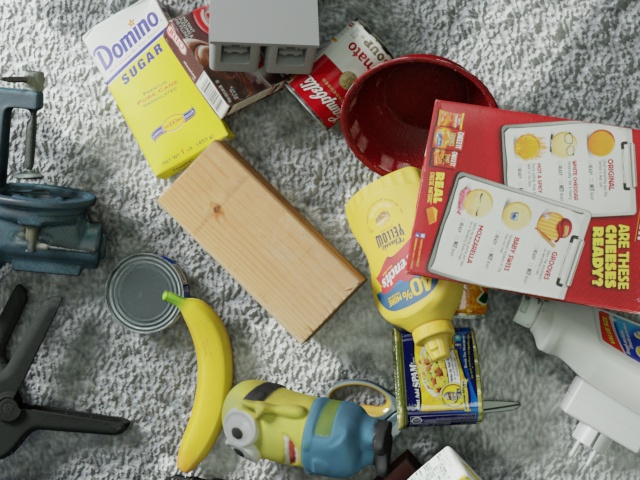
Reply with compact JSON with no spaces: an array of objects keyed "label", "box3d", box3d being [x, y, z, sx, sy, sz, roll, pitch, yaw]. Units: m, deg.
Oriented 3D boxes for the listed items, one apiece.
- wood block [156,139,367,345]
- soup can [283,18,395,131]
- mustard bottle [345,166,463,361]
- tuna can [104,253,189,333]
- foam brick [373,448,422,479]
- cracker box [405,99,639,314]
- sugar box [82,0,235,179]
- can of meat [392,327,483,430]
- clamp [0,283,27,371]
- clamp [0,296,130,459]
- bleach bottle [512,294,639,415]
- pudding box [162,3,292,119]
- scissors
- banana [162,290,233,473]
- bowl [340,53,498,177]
[{"label":"wood block","box3d":[-0.057,0.001,1.102,0.206,0.090,0.091,45,94,5]},{"label":"soup can","box3d":[0.021,-0.172,1.108,0.102,0.068,0.068,-42,85,4]},{"label":"mustard bottle","box3d":[0.092,0.029,1.068,0.096,0.058,0.192,-29,66,29]},{"label":"tuna can","box3d":[-0.185,0.056,1.143,0.086,0.033,0.086,0,89,6]},{"label":"foam brick","box3d":[0.096,0.264,1.097,0.051,0.053,0.078,-42,85,4]},{"label":"cracker box","box3d":[0.197,-0.030,0.981,0.214,0.072,0.164,10,90,8]},{"label":"sugar box","box3d":[-0.174,-0.164,1.141,0.093,0.048,0.176,-30,87,5]},{"label":"can of meat","box3d":[0.118,0.139,1.085,0.084,0.057,0.102,-3,71,1]},{"label":"clamp","box3d":[-0.384,0.129,1.160,0.120,0.039,0.171,4,89,5]},{"label":"clamp","box3d":[-0.328,0.163,1.131,0.210,0.036,0.164,-20,96,-5]},{"label":"bleach bottle","box3d":[0.308,0.125,1.055,0.251,0.102,0.068,26,129,7]},{"label":"pudding box","box3d":[-0.097,-0.193,1.117,0.089,0.039,0.113,-31,87,-31]},{"label":"scissors","box3d":[0.101,0.196,1.116,0.202,0.016,0.096,11,92,7]},{"label":"banana","box3d":[-0.125,0.145,1.127,0.069,0.037,0.198,-6,97,-11]},{"label":"bowl","box3d":[0.104,-0.132,1.080,0.162,0.055,0.162,8,134,8]}]
